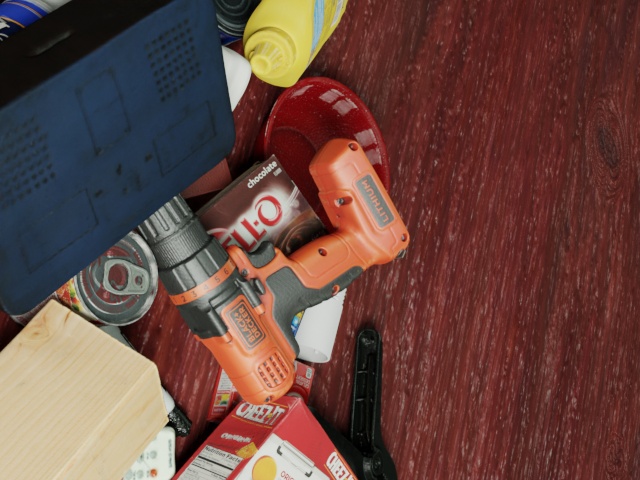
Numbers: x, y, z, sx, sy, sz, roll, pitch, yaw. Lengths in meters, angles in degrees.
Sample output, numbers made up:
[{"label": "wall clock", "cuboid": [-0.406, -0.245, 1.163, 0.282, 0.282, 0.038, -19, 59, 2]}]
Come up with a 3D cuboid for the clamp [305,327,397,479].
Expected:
[{"label": "clamp", "cuboid": [0.039, 0.195, 0.980, 0.164, 0.036, 0.210, -47, 125, -52]}]

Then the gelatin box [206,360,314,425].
[{"label": "gelatin box", "cuboid": [-0.049, 0.131, 0.913, 0.089, 0.030, 0.073, 31, 63, -39]}]

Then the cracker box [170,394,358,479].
[{"label": "cracker box", "cuboid": [-0.062, 0.246, 0.823, 0.213, 0.072, 0.164, -48, 123, -27]}]

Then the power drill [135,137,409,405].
[{"label": "power drill", "cuboid": [-0.033, 0.001, 0.802, 0.187, 0.057, 0.184, -39, 110, -26]}]

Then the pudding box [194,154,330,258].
[{"label": "pudding box", "cuboid": [-0.055, 0.001, 0.844, 0.113, 0.039, 0.090, -44, 107, -30]}]

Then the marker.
[{"label": "marker", "cuboid": [-0.138, 0.109, 0.833, 0.121, 0.020, 0.020, 57, 49, -23]}]

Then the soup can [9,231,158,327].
[{"label": "soup can", "cuboid": [-0.172, 0.029, 0.751, 0.068, 0.102, 0.068, 9, 77, -45]}]

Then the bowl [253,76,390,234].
[{"label": "bowl", "cuboid": [-0.008, -0.064, 0.967, 0.161, 0.055, 0.162, 9, 77, -45]}]

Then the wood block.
[{"label": "wood block", "cuboid": [-0.198, 0.152, 0.673, 0.205, 0.091, 0.090, -51, 160, -29]}]

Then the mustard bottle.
[{"label": "mustard bottle", "cuboid": [-0.023, -0.185, 0.911, 0.191, 0.058, 0.096, -65, 173, -55]}]
